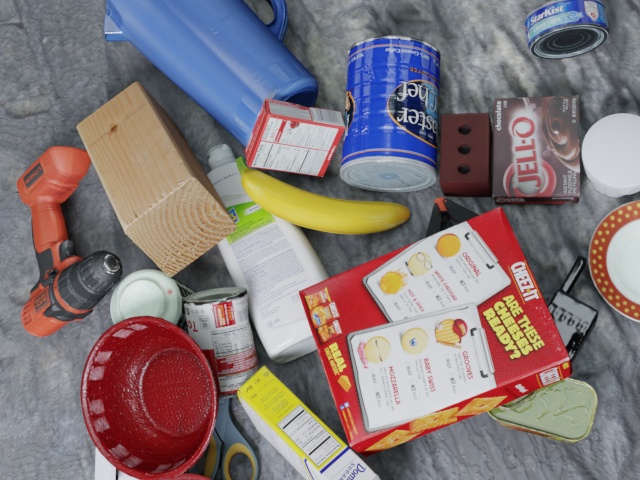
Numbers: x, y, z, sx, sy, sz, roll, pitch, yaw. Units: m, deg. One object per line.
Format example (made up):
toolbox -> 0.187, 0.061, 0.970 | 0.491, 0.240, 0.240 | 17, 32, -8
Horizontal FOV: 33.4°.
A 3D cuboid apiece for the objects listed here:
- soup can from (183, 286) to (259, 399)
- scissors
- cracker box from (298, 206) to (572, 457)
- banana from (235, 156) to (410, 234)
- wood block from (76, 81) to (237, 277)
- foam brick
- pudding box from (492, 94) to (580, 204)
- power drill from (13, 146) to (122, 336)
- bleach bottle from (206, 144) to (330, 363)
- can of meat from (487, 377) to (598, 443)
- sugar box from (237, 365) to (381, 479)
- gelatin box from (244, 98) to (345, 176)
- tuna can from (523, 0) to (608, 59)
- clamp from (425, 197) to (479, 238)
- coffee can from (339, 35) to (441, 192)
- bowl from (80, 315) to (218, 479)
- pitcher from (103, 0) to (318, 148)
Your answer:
soup can -> -0.100, 0.104, 1.099 | 0.068, 0.068, 0.102 | -7, 98, 10
scissors -> -0.090, 0.183, 1.137 | 0.096, 0.016, 0.201 | 18, 80, 15
cracker box -> 0.106, 0.088, 1.010 | 0.214, 0.072, 0.164 | -23, 65, 7
banana -> -0.002, -0.041, 1.132 | 0.198, 0.037, 0.069 | 18, 53, -1
wood block -> -0.178, -0.070, 1.141 | 0.091, 0.090, 0.206 | -36, 44, 2
foam brick -> 0.155, -0.090, 1.137 | 0.053, 0.051, 0.078 | -1, 75, 12
pudding box -> 0.228, -0.095, 1.129 | 0.090, 0.039, 0.113 | 0, 75, 12
power drill -> -0.279, -0.005, 1.167 | 0.185, 0.057, 0.187 | -31, 60, 42
bleach bottle -> -0.058, 0.001, 1.156 | 0.102, 0.068, 0.251 | -25, 69, 1
can of meat -> 0.215, 0.161, 1.039 | 0.102, 0.084, 0.057 | 13, 78, 15
sugar box -> -0.005, 0.207, 1.044 | 0.048, 0.093, 0.176 | -42, 53, -17
gelatin box -> -0.028, -0.108, 1.126 | 0.089, 0.073, 0.030 | 7, 44, -20
tuna can -> 0.261, -0.224, 1.132 | 0.086, 0.086, 0.034 | -9, 75, 10
clamp -> 0.160, 0.028, 1.096 | 0.120, 0.039, 0.171 | -18, 66, 22
coffee can -> 0.076, -0.133, 1.139 | 0.103, 0.102, 0.140 | 1, 75, 12
bowl -> -0.158, 0.154, 1.061 | 0.162, 0.055, 0.162 | 0, 90, 27
pitcher -> -0.110, -0.222, 1.197 | 0.243, 0.144, 0.149 | 45, 119, 15
